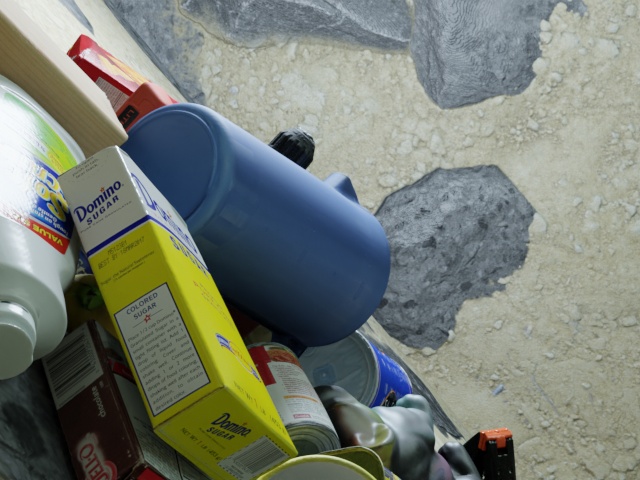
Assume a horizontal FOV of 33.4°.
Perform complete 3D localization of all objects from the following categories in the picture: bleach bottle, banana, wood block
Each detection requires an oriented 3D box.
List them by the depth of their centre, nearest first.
[{"bbox_3d":[-0.165,-0.005,0.566,0.102,0.068,0.251,49,6,-32],"label":"bleach bottle"},{"bbox_3d":[-0.108,0.070,0.644,0.070,0.037,0.197,42,-7,38],"label":"banana"},{"bbox_3d":[-0.232,-0.120,0.686,0.206,0.091,0.090,47,4,-37],"label":"wood block"}]

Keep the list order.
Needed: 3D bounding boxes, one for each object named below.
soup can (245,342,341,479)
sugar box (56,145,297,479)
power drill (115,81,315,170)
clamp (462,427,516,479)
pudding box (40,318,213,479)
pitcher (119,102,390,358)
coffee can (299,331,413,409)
[{"bbox_3d":[-0.031,0.130,0.775,0.068,0.068,0.102,48,5,-34],"label":"soup can"},{"bbox_3d":[-0.077,0.037,0.561,0.176,0.048,0.093,62,4,37],"label":"sugar box"},{"bbox_3d":[-0.117,-0.066,0.977,0.188,0.184,0.057,41,-1,29],"label":"power drill"},{"bbox_3d":[0.143,0.261,1.019,0.165,0.036,0.210,-135,-136,-59],"label":"clamp"},{"bbox_3d":[-0.091,0.103,0.544,0.090,0.039,0.113,49,5,-41],"label":"pudding box"},{"bbox_3d":[-0.055,0.001,0.812,0.242,0.145,0.149,34,29,-56],"label":"pitcher"},{"bbox_3d":[0.025,0.145,1.041,0.103,0.103,0.140,52,4,26],"label":"coffee can"}]
